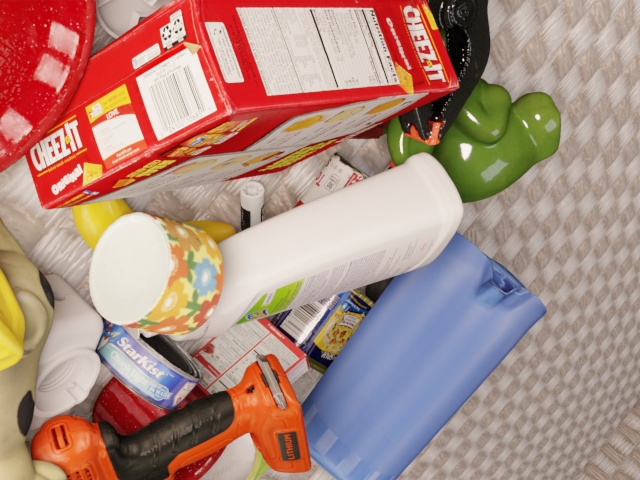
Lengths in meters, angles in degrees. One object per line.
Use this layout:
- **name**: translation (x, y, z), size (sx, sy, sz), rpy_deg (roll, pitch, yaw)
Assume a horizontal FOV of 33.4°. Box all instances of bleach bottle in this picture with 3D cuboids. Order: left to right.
- **bleach bottle**: translation (-0.022, 0.014, 0.777), size (0.250, 0.068, 0.103), rpy_deg (-19, 156, -26)

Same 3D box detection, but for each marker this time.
- **marker**: translation (-0.056, 0.001, 0.866), size (0.020, 0.020, 0.121), rpy_deg (-34, 148, -30)

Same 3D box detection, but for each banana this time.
- **banana**: translation (-0.118, -0.010, 0.740), size (0.069, 0.037, 0.197), rpy_deg (-49, 152, 0)

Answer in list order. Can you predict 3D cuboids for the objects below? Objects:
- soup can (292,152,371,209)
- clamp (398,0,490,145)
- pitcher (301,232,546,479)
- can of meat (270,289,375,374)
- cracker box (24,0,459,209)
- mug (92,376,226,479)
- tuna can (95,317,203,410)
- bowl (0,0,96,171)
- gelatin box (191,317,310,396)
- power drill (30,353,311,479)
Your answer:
- **soup can**: translation (0.009, -0.014, 0.893), size (0.102, 0.069, 0.068), rpy_deg (-54, 152, 5)
- **clamp**: translation (0.085, -0.175, 0.773), size (0.164, 0.036, 0.210), rpy_deg (4, 107, -39)
- **pitcher**: translation (0.083, 0.113, 0.992), size (0.243, 0.145, 0.149), rpy_deg (-50, 141, -3)
- **can of meat**: translation (0.003, 0.074, 1.002), size (0.084, 0.057, 0.102), rpy_deg (-53, 153, -2)
- **cracker box**: translation (-0.046, -0.086, 0.637), size (0.164, 0.072, 0.213), rpy_deg (-21, 176, 40)
- **mug**: translation (-0.125, 0.150, 0.875), size (0.093, 0.082, 0.117), rpy_deg (-56, 152, 9)
- **tuna can**: translation (-0.129, 0.086, 0.788), size (0.034, 0.086, 0.086), rpy_deg (-49, 152, 1)
- **bowl**: translation (-0.189, -0.099, 0.508), size (0.161, 0.055, 0.162), rpy_deg (-36, 149, -26)
- **gelatin box**: translation (-0.066, 0.111, 0.925), size (0.089, 0.073, 0.030), rpy_deg (-41, 150, -19)
- **power drill**: translation (-0.102, 0.167, 0.775), size (0.187, 0.057, 0.184), rpy_deg (-21, 142, -13)
